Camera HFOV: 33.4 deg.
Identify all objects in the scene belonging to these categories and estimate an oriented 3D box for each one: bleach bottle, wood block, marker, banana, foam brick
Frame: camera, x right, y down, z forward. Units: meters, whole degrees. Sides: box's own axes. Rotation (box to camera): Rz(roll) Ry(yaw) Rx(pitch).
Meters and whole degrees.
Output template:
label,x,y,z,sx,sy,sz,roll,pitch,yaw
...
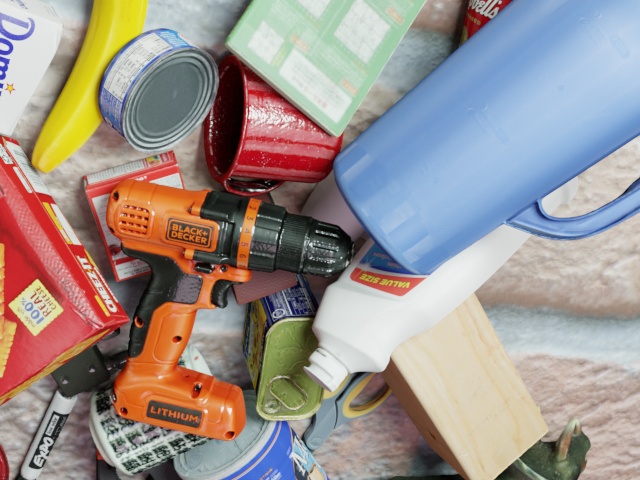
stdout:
label,x,y,z,sx,sy,sz,roll,pitch,yaw
bleach bottle,0.085,0.018,0.828,0.250,0.103,0.068,-48,148,-13
wood block,0.108,0.110,0.936,0.090,0.091,0.206,-39,124,-9
marker,-0.243,0.180,0.929,0.020,0.020,0.121,19,113,-25
banana,-0.157,-0.136,0.743,0.069,0.037,0.198,-16,138,-45
foam brick,-0.056,0.001,0.857,0.053,0.051,0.078,-17,123,-7

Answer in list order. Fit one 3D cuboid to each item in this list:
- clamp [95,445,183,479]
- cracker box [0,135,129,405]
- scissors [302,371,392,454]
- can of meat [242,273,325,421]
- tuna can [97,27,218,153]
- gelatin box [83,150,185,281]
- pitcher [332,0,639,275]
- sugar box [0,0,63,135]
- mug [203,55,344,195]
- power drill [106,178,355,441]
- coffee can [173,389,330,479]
label,x,y,z,sx,sy,sz,roll,pitch,yaw
clamp,-0.140,0.233,0.981,0.120,0.039,0.171,-32,124,-8
cracker box,-0.272,0.048,0.763,0.214,0.072,0.164,-33,85,5
scissors,-0.013,0.169,0.992,0.202,0.016,0.096,-42,121,11
can of meat,-0.031,0.085,0.895,0.057,0.084,0.102,0,120,-17
tuna can,-0.116,-0.107,0.762,0.086,0.034,0.086,-37,150,-25
gelatin box,-0.137,-0.018,0.835,0.073,0.030,0.089,-17,122,-7
pitcher,0.137,-0.077,0.735,0.243,0.149,0.144,-38,128,14
sugar box,-0.265,-0.137,0.692,0.175,0.048,0.093,17,115,-40
mug,-0.038,-0.077,0.798,0.081,0.093,0.117,4,133,-24
power drill,-0.078,0.054,0.806,0.184,0.057,0.188,13,108,3
coffee can,-0.050,0.217,0.947,0.103,0.103,0.140,-31,116,4
